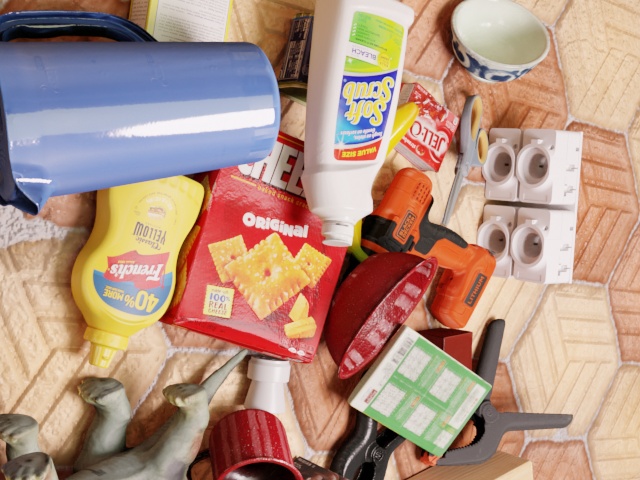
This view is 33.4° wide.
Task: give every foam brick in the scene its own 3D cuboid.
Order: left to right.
[{"bbox_3d":[0.148,0.148,1.295,0.052,0.051,0.078,-4,98,-39],"label":"foam brick"}]

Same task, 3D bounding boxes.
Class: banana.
[{"bbox_3d":[0.052,-0.066,1.176,0.037,0.070,0.197,51,54,-66],"label":"banana"}]

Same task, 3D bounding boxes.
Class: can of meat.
[{"bbox_3d":[0.007,-0.184,1.128,0.101,0.058,0.084,18,81,-41],"label":"can of meat"}]

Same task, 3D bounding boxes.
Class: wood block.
[{"bbox_3d":[0.160,0.333,1.303,0.205,0.091,0.090,-16,106,-39],"label":"wood block"}]

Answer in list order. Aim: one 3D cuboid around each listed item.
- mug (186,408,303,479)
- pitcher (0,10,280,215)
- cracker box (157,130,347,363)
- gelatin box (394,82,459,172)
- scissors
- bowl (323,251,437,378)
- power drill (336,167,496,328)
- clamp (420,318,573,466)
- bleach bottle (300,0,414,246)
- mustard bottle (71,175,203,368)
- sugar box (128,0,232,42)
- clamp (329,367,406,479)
[{"bbox_3d":[-0.081,0.228,1.078,0.117,0.081,0.093,-12,126,-5],"label":"mug"},{"bbox_3d":[-0.165,-0.118,0.909,0.242,0.145,0.149,-9,110,-25],"label":"pitcher"},{"bbox_3d":[-0.057,0.001,1.071,0.164,0.072,0.213,21,82,-30],"label":"cracker box"},{"bbox_3d":[0.117,-0.131,1.246,0.089,0.030,0.073,34,74,-38],"label":"gelatin box"},{"bbox_3d":[0.174,-0.081,1.269,0.096,0.016,0.201,54,43,-51],"label":"scissors"},{"bbox_3d":[0.052,0.066,1.120,0.162,0.055,0.162,-46,163,-18],"label":"bowl"},{"bbox_3d":[0.114,0.033,1.246,0.187,0.057,0.184,35,80,-39],"label":"power drill"},{"bbox_3d":[0.202,0.206,1.341,0.209,0.036,0.164,-28,84,-23],"label":"clamp"},{"bbox_3d":[0.033,-0.118,1.052,0.102,0.068,0.251,12,77,-34],"label":"bleach bottle"},{"bbox_3d":[-0.179,0.024,0.993,0.096,0.058,0.191,20,83,-35],"label":"mustard bottle"},{"bbox_3d":[-0.141,-0.162,1.012,0.093,0.048,0.176,9,93,-39],"label":"sugar box"},{"bbox_3d":[0.053,0.233,1.233,0.120,0.039,0.171,47,65,-29],"label":"clamp"}]
